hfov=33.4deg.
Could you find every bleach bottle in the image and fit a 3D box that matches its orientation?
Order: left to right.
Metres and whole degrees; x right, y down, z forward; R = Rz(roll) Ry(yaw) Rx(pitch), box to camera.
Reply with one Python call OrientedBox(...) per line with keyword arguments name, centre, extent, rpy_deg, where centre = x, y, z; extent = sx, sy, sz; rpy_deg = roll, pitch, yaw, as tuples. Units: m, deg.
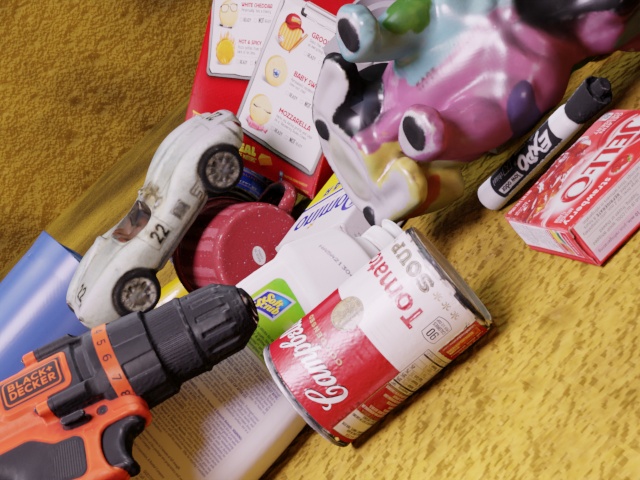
OrientedBox(name="bleach bottle", centre=(-0.038, 0.082, 0.620), extent=(0.250, 0.102, 0.068), rpy_deg=(-40, -11, -16))

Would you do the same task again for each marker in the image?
OrientedBox(name="marker", centre=(0.130, -0.056, 0.622), extent=(0.020, 0.020, 0.121), rpy_deg=(-55, 2, -38))

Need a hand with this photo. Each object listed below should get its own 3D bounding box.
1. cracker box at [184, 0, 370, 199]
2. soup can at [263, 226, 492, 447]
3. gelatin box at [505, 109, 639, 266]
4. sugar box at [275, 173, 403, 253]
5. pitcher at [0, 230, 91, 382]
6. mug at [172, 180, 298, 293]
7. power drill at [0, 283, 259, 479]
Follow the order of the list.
OrientedBox(name="cracker box", centre=(-0.019, -0.162, 0.914), extent=(0.071, 0.164, 0.214), rpy_deg=(-6, -63, -52))
OrientedBox(name="soup can", centre=(0.030, 0.050, 0.556), extent=(0.102, 0.068, 0.068), rpy_deg=(-41, 15, 9))
OrientedBox(name="gelatin box", centre=(0.148, -0.031, 0.553), extent=(0.089, 0.030, 0.073), rpy_deg=(-45, 15, -6))
OrientedBox(name="sugar box", centre=(0.046, -0.049, 0.827), extent=(0.176, 0.048, 0.094), rpy_deg=(-50, 17, -30))
OrientedBox(name="pitcher", centre=(-0.342, 0.116, 1.203), extent=(0.242, 0.145, 0.149), rpy_deg=(-48, -16, -9))
OrientedBox(name="mug", centre=(-0.056, 0.001, 0.862), extent=(0.117, 0.093, 0.082), rpy_deg=(-55, 23, -16))
OrientedBox(name="power drill", centre=(-0.092, 0.119, 0.516), extent=(0.184, 0.057, 0.188), rpy_deg=(-28, 48, -2))
